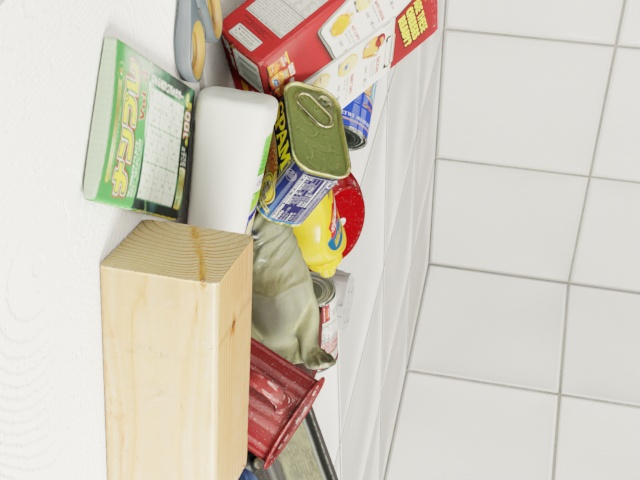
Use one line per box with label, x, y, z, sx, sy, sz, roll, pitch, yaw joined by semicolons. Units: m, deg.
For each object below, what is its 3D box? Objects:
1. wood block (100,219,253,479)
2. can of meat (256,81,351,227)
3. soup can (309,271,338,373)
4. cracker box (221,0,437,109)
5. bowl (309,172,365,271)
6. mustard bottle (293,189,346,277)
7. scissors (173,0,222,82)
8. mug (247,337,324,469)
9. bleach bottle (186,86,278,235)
wood block;-0.107;0.100;0.811;0.090;0.090;0.206;-59;155;-63
can of meat;-0.022;-0.075;0.948;0.084;0.057;0.102;-49;-140;44
soup can;-0.014;0.094;1.229;0.068;0.068;0.102;-70;162;-50
cracker box;0.012;-0.202;1.008;0.213;0.072;0.164;-41;157;-12
bowl;0.004;-0.025;1.247;0.161;0.055;0.162;-27;127;-44
mustard bottle;-0.009;-0.031;1.129;0.096;0.058;0.191;-88;168;-45
scissors;-0.105;-0.190;0.806;0.201;0.016;0.096;63;36;-73
mug;-0.054;0.132;0.909;0.093;0.081;0.117;-55;171;-15
bleach bottle;-0.089;-0.001;0.918;0.102;0.068;0.251;-86;-175;-77
